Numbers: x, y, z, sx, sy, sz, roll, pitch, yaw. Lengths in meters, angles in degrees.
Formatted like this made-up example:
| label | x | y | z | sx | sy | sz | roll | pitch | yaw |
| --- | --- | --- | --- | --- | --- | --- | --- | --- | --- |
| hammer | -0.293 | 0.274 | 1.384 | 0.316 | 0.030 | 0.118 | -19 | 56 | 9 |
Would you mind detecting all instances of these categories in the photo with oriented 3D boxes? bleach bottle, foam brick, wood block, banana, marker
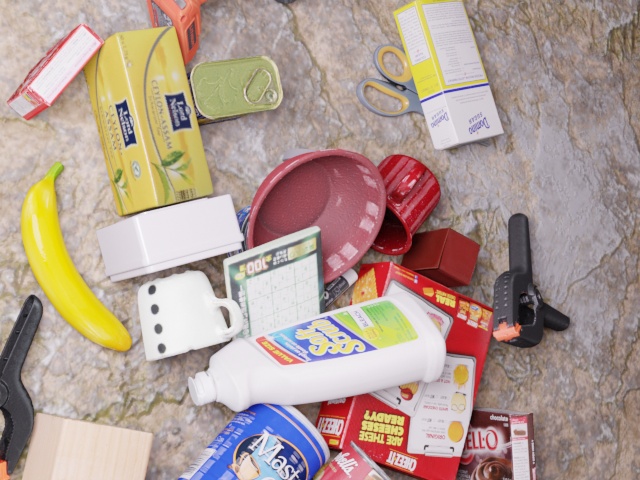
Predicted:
| label | x | y | z | sx | sy | sz | roll | pitch | yaw |
| --- | --- | --- | --- | --- | --- | --- | --- | --- | --- |
| bleach bottle | -0.007 | 0.124 | 1.071 | 0.250 | 0.103 | 0.068 | -13 | 131 | -21 |
| foam brick | 0.139 | 0.022 | 1.243 | 0.051 | 0.078 | 0.053 | 28 | 72 | -26 |
| wood block | -0.229 | 0.270 | 0.982 | 0.090 | 0.091 | 0.206 | 16 | 77 | -30 |
| banana | -0.242 | 0.025 | 1.028 | 0.069 | 0.037 | 0.198 | -23 | 98 | -30 |
| marker | -0.004 | 0.073 | 1.184 | 0.121 | 0.020 | 0.020 | -43 | 108 | -27 |

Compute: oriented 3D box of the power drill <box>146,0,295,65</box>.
| label | x | y | z | sx | sy | sz | roll | pitch | yaw |
| --- | --- | --- | --- | --- | --- | --- | --- | --- | --- |
| power drill | -0.088 | -0.265 | 1.097 | 0.187 | 0.184 | 0.057 | -42 | 74 | -15 |

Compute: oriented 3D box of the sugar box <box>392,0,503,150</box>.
| label | x | y | z | sx | sy | sz | roll | pitch | yaw |
| --- | --- | --- | --- | --- | --- | --- | --- | --- | --- |
| sugar box | 0.153 | -0.200 | 1.277 | 0.093 | 0.048 | 0.176 | -15 | 91 | -42 |

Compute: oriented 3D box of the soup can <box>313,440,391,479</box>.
| label | x | y | z | sx | sy | sz | roll | pitch | yaw |
| --- | --- | --- | --- | --- | --- | --- | --- | --- | --- |
| soup can | 0.021 | 0.265 | 1.093 | 0.102 | 0.069 | 0.068 | -45 | 110 | -4 |

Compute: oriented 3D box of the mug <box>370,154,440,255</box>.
| label | x | y | z | sx | sy | sz | roll | pitch | yaw |
| --- | --- | --- | --- | --- | --- | --- | --- | --- | --- |
| mug | 0.086 | -0.049 | 1.198 | 0.093 | 0.117 | 0.081 | 37 | 59 | 5 |

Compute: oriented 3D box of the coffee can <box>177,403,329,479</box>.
| label | x | y | z | sx | sy | sz | roll | pitch | yaw |
| --- | --- | --- | --- | --- | --- | --- | --- | --- | --- |
| coffee can | -0.073 | 0.237 | 1.076 | 0.140 | 0.103 | 0.102 | -46 | 109 | -27 |

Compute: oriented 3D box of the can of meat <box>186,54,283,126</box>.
| label | x | y | z | sx | sy | sz | roll | pitch | yaw |
| --- | --- | --- | --- | --- | --- | --- | --- | --- | --- |
| can of meat | -0.104 | -0.151 | 1.102 | 0.101 | 0.084 | 0.057 | -14 | 93 | -32 |

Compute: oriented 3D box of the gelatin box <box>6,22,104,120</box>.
| label | x | y | z | sx | sy | sz | roll | pitch | yaw |
| --- | --- | --- | --- | --- | --- | --- | --- | --- | --- |
| gelatin box | -0.253 | -0.161 | 1.016 | 0.030 | 0.073 | 0.089 | 42 | 66 | -21 |

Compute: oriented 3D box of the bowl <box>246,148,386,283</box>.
| label | x | y | z | sx | sy | sz | roll | pitch | yaw |
| --- | --- | --- | --- | --- | --- | --- | --- | --- | --- |
| bowl | -0.014 | -0.031 | 1.100 | 0.161 | 0.055 | 0.162 | -17 | 126 | -24 |

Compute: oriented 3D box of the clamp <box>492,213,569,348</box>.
| label | x | y | z | sx | sy | sz | roll | pitch | yaw |
| --- | --- | --- | --- | --- | --- | --- | --- | --- | --- |
| clamp | 0.252 | 0.078 | 1.289 | 0.164 | 0.036 | 0.209 | 61 | 30 | -16 |

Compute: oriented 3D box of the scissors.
| label | x | y | z | sx | sy | sz | roll | pitch | yaw |
| --- | --- | --- | --- | --- | --- | --- | --- | --- | --- |
| scissors | 0.130 | -0.177 | 1.292 | 0.201 | 0.016 | 0.096 | 8 | 81 | -31 |

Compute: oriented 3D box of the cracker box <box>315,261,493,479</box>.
| label | x | y | z | sx | sy | sz | roll | pitch | yaw |
| --- | --- | --- | --- | --- | --- | --- | --- | --- | --- |
| cracker box | 0.096 | 0.151 | 1.209 | 0.164 | 0.072 | 0.213 | 24 | 74 | -28 |

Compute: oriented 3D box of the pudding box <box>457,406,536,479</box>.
| label | x | y | z | sx | sy | sz | roll | pitch | yaw |
| --- | --- | --- | --- | --- | --- | --- | --- | --- | --- |
| pudding box | 0.202 | 0.242 | 1.242 | 0.039 | 0.114 | 0.090 | -1 | 86 | -29 |

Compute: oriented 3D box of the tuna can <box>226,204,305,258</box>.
| label | x | y | z | sx | sy | sz | roll | pitch | yaw |
| --- | --- | --- | --- | --- | --- | --- | --- | --- | --- |
| tuna can | -0.058 | 0.001 | 1.147 | 0.086 | 0.034 | 0.086 | 3 | 84 | -32 |

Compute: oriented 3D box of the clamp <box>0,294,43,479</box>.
| label | x | y | z | sx | sy | sz | roll | pitch | yaw |
| --- | --- | --- | --- | --- | --- | --- | --- | --- | --- |
| clamp | -0.298 | 0.132 | 0.983 | 0.120 | 0.039 | 0.171 | -18 | 101 | -28 |
